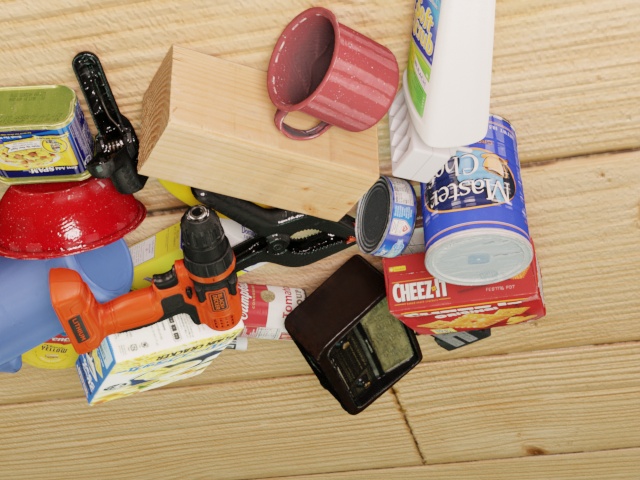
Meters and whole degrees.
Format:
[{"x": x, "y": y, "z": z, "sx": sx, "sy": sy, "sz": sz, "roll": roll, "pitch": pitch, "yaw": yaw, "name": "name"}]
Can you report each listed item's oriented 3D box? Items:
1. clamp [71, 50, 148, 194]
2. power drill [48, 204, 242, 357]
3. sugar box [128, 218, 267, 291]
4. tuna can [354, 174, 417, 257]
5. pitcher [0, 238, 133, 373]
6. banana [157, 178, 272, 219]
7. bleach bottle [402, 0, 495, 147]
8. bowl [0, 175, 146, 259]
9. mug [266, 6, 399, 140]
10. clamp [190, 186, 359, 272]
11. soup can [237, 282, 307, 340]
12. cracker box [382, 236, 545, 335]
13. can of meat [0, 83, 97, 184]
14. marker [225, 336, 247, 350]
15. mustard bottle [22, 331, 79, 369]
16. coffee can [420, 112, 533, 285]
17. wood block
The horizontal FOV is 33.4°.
[{"x": -0.191, "y": -0.083, "z": 0.994, "sx": 0.039, "sy": 0.120, "sz": 0.171, "roll": -8, "pitch": 154, "yaw": 6, "name": "clamp"}, {"x": -0.177, "y": 0.045, "z": 1.096, "sx": 0.187, "sy": 0.057, "sz": 0.184, "roll": -12, "pitch": 139, "yaw": -4, "name": "power drill"}, {"x": -0.147, "y": 0.019, "z": 1.239, "sx": 0.177, "sy": 0.048, "sz": 0.093, "roll": -22, "pitch": 144, "yaw": 34, "name": "sugar box"}, {"x": 0.069, "y": -0.025, "z": 1.129, "sx": 0.033, "sy": 0.086, "sz": 0.086, "roll": 10, "pitch": 149, "yaw": -21, "name": "tuna can"}, {"x": -0.341, "y": 0.051, "z": 1.223, "sx": 0.243, "sy": 0.145, "sz": 0.149, "roll": -24, "pitch": 155, "yaw": 28, "name": "pitcher"}, {"x": -0.123, "y": -0.062, "z": 1.106, "sx": 0.070, "sy": 0.037, "sz": 0.197, "roll": -15, "pitch": 148, "yaw": 21, "name": "banana"}, {"x": 0.107, "y": -0.190, "z": 0.850, "sx": 0.068, "sy": 0.102, "sz": 0.251, "roll": -9, "pitch": 144, "yaw": -4, "name": "bleach bottle"}, {"x": -0.258, "y": -0.038, "z": 1.069, "sx": 0.162, "sy": 0.162, "sz": 0.055, "roll": -4, "pitch": 114, "yaw": 5, "name": "bowl"}, {"x": 0.007, "y": -0.134, "z": 0.925, "sx": 0.081, "sy": 0.093, "sz": 0.117, "roll": 18, "pitch": 118, "yaw": -38, "name": "mug"}, {"x": -0.058, "y": 0.001, "z": 1.158, "sx": 0.209, "sy": 0.036, "sz": 0.165, "roll": 2, "pitch": 138, "yaw": -24, "name": "clamp"}, {"x": -0.073, "y": 0.089, "z": 1.340, "sx": 0.102, "sy": 0.068, "sz": 0.069, "roll": 6, "pitch": 149, "yaw": -14, "name": "soup can"}, {"x": 0.173, "y": 0.058, "z": 1.234, "sx": 0.164, "sy": 0.072, "sz": 0.213, "roll": -9, "pitch": 168, "yaw": 12, "name": "cracker box"}, {"x": -0.271, "y": -0.101, "z": 1.015, "sx": 0.102, "sy": 0.057, "sz": 0.084, "roll": -3, "pitch": 148, "yaw": 2, "name": "can of meat"}, {"x": -0.162, "y": 0.138, "z": 1.471, "sx": 0.121, "sy": 0.020, "sz": 0.020, "roll": 5, "pitch": 150, "yaw": -11, "name": "marker"}, {"x": -0.333, "y": 0.104, "z": 1.368, "sx": 0.096, "sy": 0.058, "sz": 0.192, "roll": 12, "pitch": 147, "yaw": -19, "name": "mustard bottle"}, {"x": 0.149, "y": -0.041, "z": 1.048, "sx": 0.103, "sy": 0.140, "sz": 0.103, "roll": -1, "pitch": 150, "yaw": -1, "name": "coffee can"}, {"x": -0.057, "y": -0.096, "z": 0.996, "sx": 0.205, "sy": 0.091, "sz": 0.090, "roll": 13, "pitch": 147, "yaw": -23, "name": "wood block"}]
